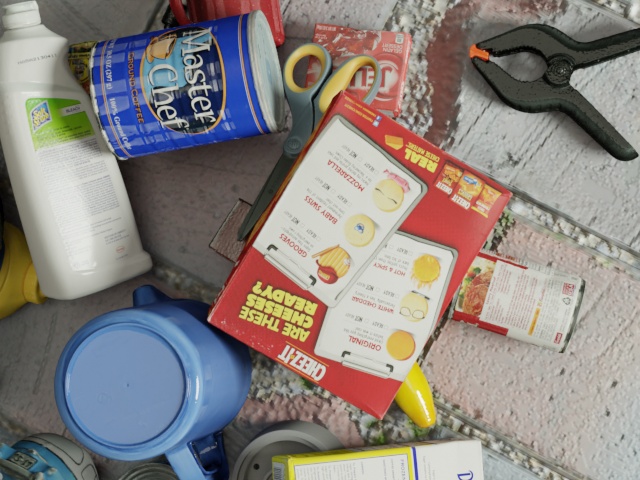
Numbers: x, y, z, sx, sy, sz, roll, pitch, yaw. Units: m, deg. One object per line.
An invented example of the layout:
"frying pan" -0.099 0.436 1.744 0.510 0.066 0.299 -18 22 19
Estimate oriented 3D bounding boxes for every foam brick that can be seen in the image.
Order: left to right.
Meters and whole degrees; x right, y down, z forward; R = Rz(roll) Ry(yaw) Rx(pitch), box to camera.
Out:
"foam brick" -0.056 0.001 0.945 0.053 0.078 0.051 32 91 12

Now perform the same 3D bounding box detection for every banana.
"banana" 0.024 0.091 0.946 0.198 0.037 0.070 27 97 10

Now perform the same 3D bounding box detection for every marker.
"marker" -0.121 -0.253 1.007 0.020 0.020 0.121 22 89 10

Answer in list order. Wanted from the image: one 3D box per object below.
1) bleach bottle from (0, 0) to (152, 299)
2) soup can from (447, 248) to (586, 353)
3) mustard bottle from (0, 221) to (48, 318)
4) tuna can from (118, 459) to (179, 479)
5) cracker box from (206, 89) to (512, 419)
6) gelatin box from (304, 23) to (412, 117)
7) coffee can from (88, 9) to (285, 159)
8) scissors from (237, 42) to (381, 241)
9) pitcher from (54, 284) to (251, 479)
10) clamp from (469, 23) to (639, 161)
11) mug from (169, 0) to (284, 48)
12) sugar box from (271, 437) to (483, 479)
"bleach bottle" -0.223 -0.081 0.926 0.068 0.102 0.251 5 111 48
"soup can" 0.167 0.050 0.910 0.102 0.068 0.068 17 88 9
"mustard bottle" -0.325 0.024 0.995 0.192 0.058 0.096 12 81 9
"tuna can" -0.145 0.241 0.959 0.086 0.033 0.086 -1 85 9
"cracker box" 0.029 0.011 0.874 0.164 0.072 0.214 30 89 -5
"gelatin box" 0.034 -0.154 0.968 0.089 0.030 0.073 9 86 10
"coffee can" -0.109 -0.129 0.892 0.140 0.102 0.103 -9 84 8
"scissors" -0.031 -0.097 0.928 0.096 0.016 0.201 41 79 22
"pitcher" -0.127 0.120 0.862 0.149 0.243 0.145 23 87 3
"clamp" 0.213 -0.135 0.935 0.172 0.039 0.120 7 81 16
"mug" -0.086 -0.209 0.954 0.093 0.117 0.081 -12 88 41
"sugar box" 0.051 0.218 0.890 0.176 0.048 0.093 -1 84 -22
